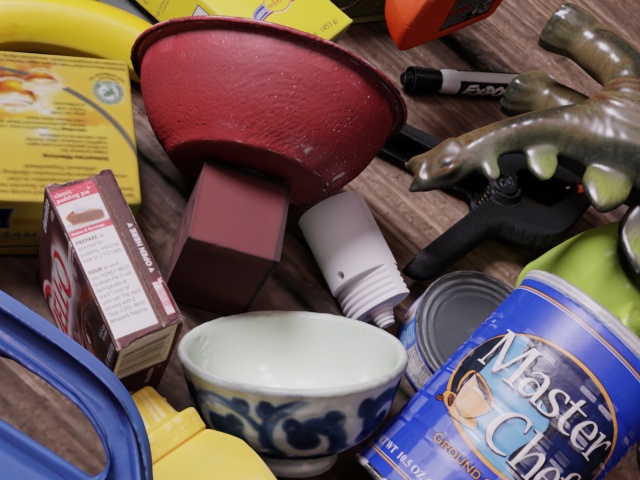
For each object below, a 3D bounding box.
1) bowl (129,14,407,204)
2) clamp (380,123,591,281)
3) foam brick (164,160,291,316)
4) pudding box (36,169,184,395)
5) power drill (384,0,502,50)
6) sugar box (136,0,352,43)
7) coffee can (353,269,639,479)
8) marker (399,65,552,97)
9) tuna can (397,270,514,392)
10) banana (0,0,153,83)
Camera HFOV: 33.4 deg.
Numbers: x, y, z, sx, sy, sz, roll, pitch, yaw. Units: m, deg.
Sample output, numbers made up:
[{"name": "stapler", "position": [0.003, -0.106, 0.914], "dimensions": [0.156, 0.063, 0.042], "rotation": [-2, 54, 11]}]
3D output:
[{"name": "bowl", "position": [-0.035, -0.062, 0.603], "dimensions": [0.162, 0.162, 0.055], "rotation": [16, 73, -14]}, {"name": "clamp", "position": [0.111, -0.021, 0.704], "dimensions": [0.171, 0.039, 0.120], "rotation": [7, 62, -19]}, {"name": "foam brick", "position": [-0.054, 0.001, 0.602], "dimensions": [0.051, 0.078, 0.053], "rotation": [15, 58, -12]}, {"name": "pudding box", "position": [-0.110, 0.030, 0.542], "dimensions": [0.039, 0.114, 0.090], "rotation": [-20, 72, -27]}, {"name": "power drill", "position": [0.027, -0.212, 0.692], "dimensions": [0.184, 0.057, 0.188], "rotation": [-27, 71, -31]}, {"name": "sugar box", "position": [-0.073, -0.173, 0.700], "dimensions": [0.176, 0.048, 0.093], "rotation": [43, 44, 1]}, {"name": "coffee can", "position": [0.102, 0.100, 0.565], "dimensions": [0.103, 0.103, 0.140], "rotation": [44, 84, 5]}, {"name": "marker", "position": [0.113, -0.113, 0.766], "dimensions": [0.121, 0.020, 0.020], "rotation": [0, 63, -22]}, {"name": "tuna can", "position": [0.091, 0.064, 0.653], "dimensions": [0.086, 0.034, 0.086], "rotation": [10, 60, -17]}, {"name": "banana", "position": [-0.159, -0.118, 0.651], "dimensions": [0.197, 0.037, 0.069], "rotation": [0, 92, -19]}]
